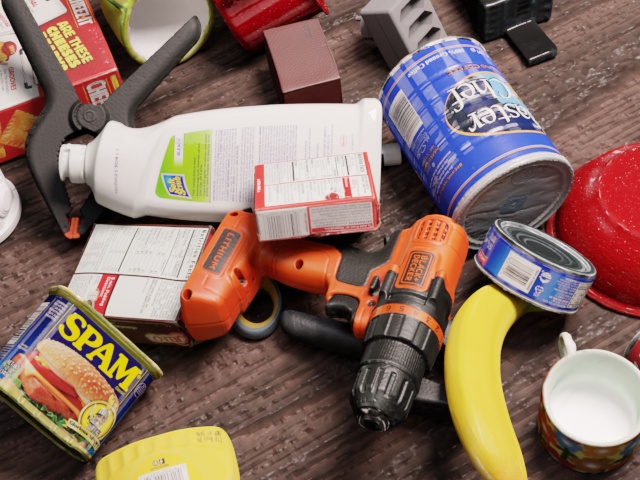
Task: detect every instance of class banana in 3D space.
[{"bbox_3d":[0.117,0.088,0.726,0.069,0.037,0.197,15,41,6],"label":"banana"}]

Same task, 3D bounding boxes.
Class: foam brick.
[{"bbox_3d":[-0.015,-0.147,0.938,0.053,0.051,0.078,-14,56,-4],"label":"foam brick"}]

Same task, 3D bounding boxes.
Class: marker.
[{"bbox_3d":[0.007,-0.066,0.897,0.121,0.020,0.020,-7,56,-2],"label":"marker"}]

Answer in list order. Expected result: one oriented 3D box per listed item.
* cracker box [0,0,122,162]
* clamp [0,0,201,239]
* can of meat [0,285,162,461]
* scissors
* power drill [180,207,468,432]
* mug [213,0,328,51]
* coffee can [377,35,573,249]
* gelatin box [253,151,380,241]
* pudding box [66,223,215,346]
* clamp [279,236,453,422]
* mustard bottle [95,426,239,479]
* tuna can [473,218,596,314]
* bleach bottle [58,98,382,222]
[{"bbox_3d":[-0.299,-0.151,0.960,0.213,0.072,0.164,-21,59,-10],"label":"cracker box"},{"bbox_3d":[-0.201,-0.108,0.883,0.164,0.036,0.210,15,86,-11],"label":"clamp"},{"bbox_3d":[-0.180,0.097,0.769,0.102,0.058,0.083,46,67,-18],"label":"can of meat"},{"bbox_3d":[-0.056,0.001,0.866,0.096,0.016,0.201,16,59,14],"label":"scissors"},{"bbox_3d":[-0.001,0.047,0.759,0.188,0.057,0.184,9,45,19],"label":"power drill"},{"bbox_3d":[-0.052,-0.223,0.949,0.081,0.117,0.093,-29,89,10],"label":"mug"},{"bbox_3d":[0.120,-0.078,0.846,0.102,0.103,0.140,-22,57,-9],"label":"coffee can"},{"bbox_3d":[-0.004,-0.032,0.782,0.089,0.030,0.073,-6,31,0],"label":"gelatin box"},{"bbox_3d":[-0.138,0.032,0.828,0.114,0.039,0.090,3,55,22],"label":"pudding box"},{"bbox_3d":[0.067,0.068,0.795,0.172,0.039,0.120,34,69,25],"label":"clamp"},{"bbox_3d":[-0.086,0.222,0.696,0.096,0.058,0.192,-15,56,-5],"label":"mustard bottle"},{"bbox_3d":[0.159,0.018,0.789,0.086,0.086,0.034,34,110,25],"label":"tuna can"},{"bbox_3d":[-0.079,-0.066,0.849,0.251,0.068,0.102,2,88,-2],"label":"bleach bottle"}]
